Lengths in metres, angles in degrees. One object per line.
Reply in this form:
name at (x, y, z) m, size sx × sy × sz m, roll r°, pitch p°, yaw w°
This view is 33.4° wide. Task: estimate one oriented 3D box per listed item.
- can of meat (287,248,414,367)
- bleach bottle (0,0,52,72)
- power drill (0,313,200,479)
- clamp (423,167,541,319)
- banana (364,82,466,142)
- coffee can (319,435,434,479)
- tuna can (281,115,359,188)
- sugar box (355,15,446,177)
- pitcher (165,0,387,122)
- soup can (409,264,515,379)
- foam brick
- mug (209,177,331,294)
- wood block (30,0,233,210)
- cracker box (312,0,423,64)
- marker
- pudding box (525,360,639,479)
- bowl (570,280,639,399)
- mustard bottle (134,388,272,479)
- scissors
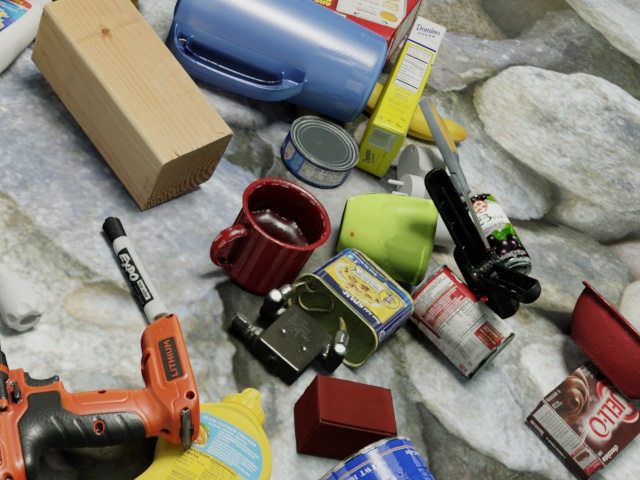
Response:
can of meat at (0.032, 0.063, 1.057) m, size 0.102 × 0.058 × 0.083 m, roll 43°, pitch 39°, yaw 11°
bleach bottle at (-0.354, -0.219, 1.096) m, size 0.102 × 0.068 × 0.250 m, roll 25°, pitch 38°, yaw -2°
power drill at (-0.197, 0.112, 0.833) m, size 0.187 × 0.057 × 0.184 m, roll -11°, pitch 49°, yaw -15°
clamp at (0.171, 0.034, 1.076) m, size 0.036 × 0.210 × 0.165 m, roll -33°, pitch 58°, yaw -4°
banana at (0.095, -0.171, 1.345) m, size 0.198 × 0.037 × 0.069 m, roll 32°, pitch 43°, yaw 0°
coffee can at (0.066, 0.244, 0.861) m, size 0.102 × 0.103 × 0.140 m, roll -10°, pitch 55°, yaw -38°
tuna can at (-0.001, -0.101, 1.217) m, size 0.086 × 0.034 × 0.086 m, roll 17°, pitch 43°, yaw -17°
sugar box at (0.093, -0.171, 1.261) m, size 0.048 × 0.093 × 0.176 m, roll 22°, pitch 59°, yaw -4°
pitcher at (-0.053, -0.221, 1.222) m, size 0.242 × 0.149 × 0.145 m, roll 22°, pitch -1°, yaw -7°
soup can at (0.141, 0.083, 1.095) m, size 0.102 × 0.069 × 0.068 m, roll 45°, pitch 42°, yaw 14°
foam brick at (0.021, 0.161, 0.955) m, size 0.078 × 0.053 × 0.051 m, roll 14°, pitch 44°, yaw -21°
mug at (-0.057, 0.001, 1.043) m, size 0.117 × 0.082 × 0.093 m, roll -14°, pitch 58°, yaw -40°
wood block at (-0.192, -0.146, 1.075) m, size 0.090 × 0.090 × 0.206 m, roll -28°, pitch 74°, yaw -35°
cracker box at (0.031, -0.298, 1.380) m, size 0.164 × 0.072 × 0.213 m, roll 23°, pitch 36°, yaw 6°
marker at (-0.174, 0.025, 0.994) m, size 0.020 × 0.020 × 0.121 m, roll -9°, pitch 55°, yaw -38°
pudding box at (0.276, 0.185, 1.100) m, size 0.090 × 0.039 × 0.113 m, roll 47°, pitch 42°, yaw 17°
bowl at (0.322, 0.119, 1.151) m, size 0.162 × 0.055 × 0.162 m, roll 45°, pitch 7°, yaw -8°
mustard bottle at (-0.092, 0.186, 0.855) m, size 0.096 × 0.058 × 0.191 m, roll 28°, pitch 40°, yaw 4°
scissors at (0.160, -0.069, 1.217) m, size 0.202 × 0.016 × 0.096 m, roll 66°, pitch 14°, yaw -1°
